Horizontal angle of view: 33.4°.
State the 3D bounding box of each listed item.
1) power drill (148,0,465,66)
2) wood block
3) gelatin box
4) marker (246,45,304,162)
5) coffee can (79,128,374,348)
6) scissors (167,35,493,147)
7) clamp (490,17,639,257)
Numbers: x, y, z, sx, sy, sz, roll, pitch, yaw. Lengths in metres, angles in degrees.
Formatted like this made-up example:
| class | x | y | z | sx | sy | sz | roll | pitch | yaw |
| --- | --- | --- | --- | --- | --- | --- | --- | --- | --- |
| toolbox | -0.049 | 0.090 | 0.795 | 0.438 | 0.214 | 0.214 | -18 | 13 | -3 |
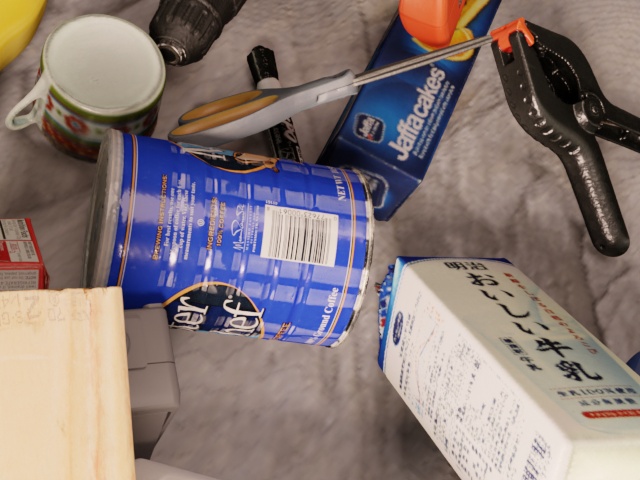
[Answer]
| class | x | y | z | sx | sy | sz | roll | pitch | yaw |
| --- | --- | --- | --- | --- | --- | --- | --- | --- | --- |
| power drill | -0.001 | -0.173 | 0.685 | 0.188 | 0.057 | 0.184 | 12 | 57 | 16 |
| wood block | -0.121 | 0.126 | 0.402 | 0.090 | 0.091 | 0.206 | -2 | 83 | -26 |
| gelatin box | -0.189 | 0.014 | 0.547 | 0.089 | 0.030 | 0.073 | -1 | 19 | -21 |
| marker | -0.026 | -0.073 | 0.683 | 0.020 | 0.020 | 0.121 | -5 | 64 | -23 |
| coffee can | -0.054 | 0.001 | 0.582 | 0.140 | 0.103 | 0.103 | 8 | 60 | -16 |
| scissors | -0.003 | -0.093 | 0.651 | 0.201 | 0.096 | 0.016 | -23 | 109 | -18 |
| clamp | 0.173 | -0.073 | 0.722 | 0.171 | 0.039 | 0.120 | 37 | 52 | -21 |
